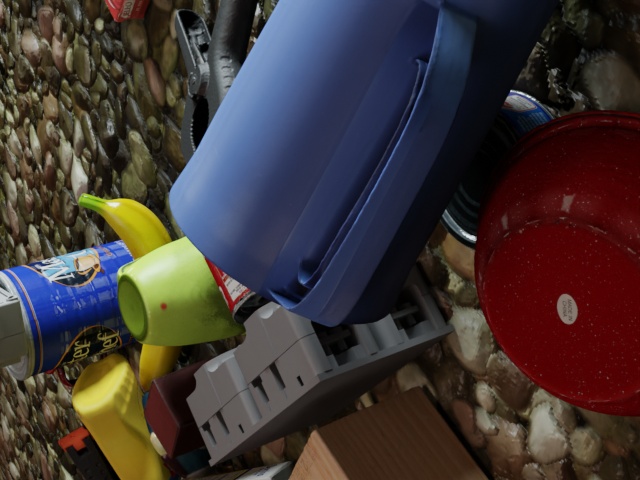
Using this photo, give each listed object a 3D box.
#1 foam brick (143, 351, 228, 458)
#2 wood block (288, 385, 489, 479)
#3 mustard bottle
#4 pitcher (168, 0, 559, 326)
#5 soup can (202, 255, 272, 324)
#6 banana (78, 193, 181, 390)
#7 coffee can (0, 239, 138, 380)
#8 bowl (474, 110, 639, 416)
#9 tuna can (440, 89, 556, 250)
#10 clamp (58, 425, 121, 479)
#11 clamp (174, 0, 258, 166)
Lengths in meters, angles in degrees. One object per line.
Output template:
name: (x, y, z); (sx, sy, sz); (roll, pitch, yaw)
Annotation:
foam brick: (-0.103, 0.141, 0.910); (0.051, 0.078, 0.053); (52, 141, 28)
wood block: (0.073, 0.207, 0.666); (0.206, 0.090, 0.090); (53, 143, 27)
mustard bottle: (-0.166, 0.206, 1.017); (0.096, 0.058, 0.191); (-113, -3, -68)
pitcher: (0.034, -0.083, 0.512); (0.149, 0.144, 0.243); (42, 117, 26)
soup can: (-0.055, 0.001, 0.787); (0.102, 0.068, 0.069); (61, 145, 20)
banana: (-0.154, 0.042, 0.961); (0.070, 0.037, 0.198); (-8, 108, 19)
coffee can: (-0.230, 0.062, 1.006); (0.103, 0.140, 0.103); (28, 126, 48)
bowl: (0.130, 0.023, 0.501); (0.162, 0.055, 0.162); (20, 124, 34)
tuna can: (0.095, -0.037, 0.581); (0.086, 0.033, 0.086); (28, 126, 48)
clamp: (-0.209, 0.240, 1.070); (0.165, 0.036, 0.210); (49, 167, 47)
clamp: (-0.070, -0.118, 0.753); (0.120, 0.039, 0.171); (137, 131, -56)
